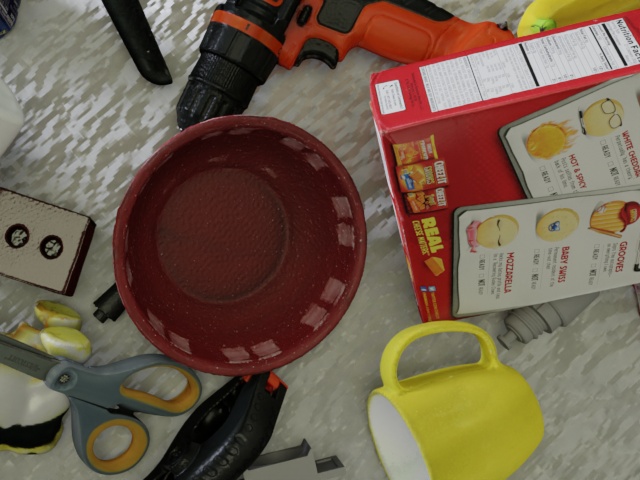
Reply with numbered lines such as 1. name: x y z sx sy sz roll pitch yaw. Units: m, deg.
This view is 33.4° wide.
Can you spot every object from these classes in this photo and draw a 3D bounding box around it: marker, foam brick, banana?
1. marker: -0.104 0.007 0.698 0.020 0.020 0.121 43 83 -2
2. foam brick: -0.187 -0.001 0.674 0.078 0.051 0.053 18 84 -4
3. banana: 0.196 -0.161 0.714 0.197 0.070 0.037 -29 115 -27

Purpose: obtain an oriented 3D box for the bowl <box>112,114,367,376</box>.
1. bowl: -0.054 0.001 0.673 0.162 0.055 0.162 -3 99 -19

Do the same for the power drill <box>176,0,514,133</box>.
1. power drill: 0.018 -0.115 0.700 0.187 0.057 0.184 27 87 -5

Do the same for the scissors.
1. scissors: -0.155 0.096 0.629 0.201 0.016 0.096 14 108 -46

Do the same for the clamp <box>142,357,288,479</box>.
1. clamp: -0.076 0.147 0.645 0.171 0.120 0.039 -50 118 -13

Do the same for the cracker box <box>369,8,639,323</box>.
1. cracker box: 0.148 -0.045 0.640 0.214 0.072 0.164 -13 132 5
